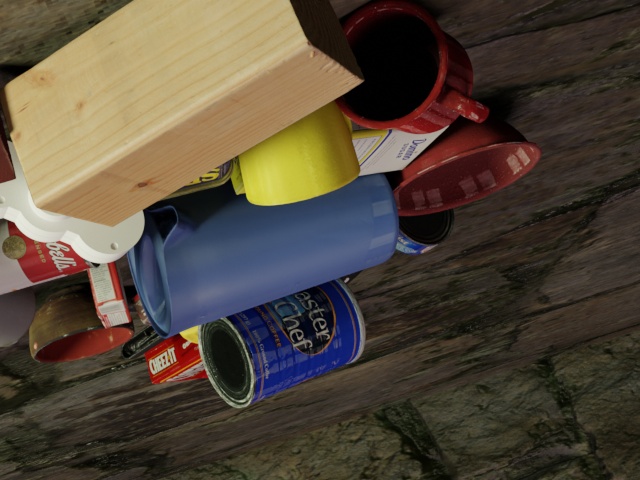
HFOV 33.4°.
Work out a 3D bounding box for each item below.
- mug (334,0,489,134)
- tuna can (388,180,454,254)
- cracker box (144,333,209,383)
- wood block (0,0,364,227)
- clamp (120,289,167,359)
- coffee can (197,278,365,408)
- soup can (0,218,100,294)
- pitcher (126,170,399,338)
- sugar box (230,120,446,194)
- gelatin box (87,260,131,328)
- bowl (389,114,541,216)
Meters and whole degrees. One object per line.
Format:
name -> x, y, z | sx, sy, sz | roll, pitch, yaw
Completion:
mug -> 0.073, -0.118, 0.785 | 0.081, 0.117, 0.093 | 5, 112, -63
tuna can -> 0.097, -0.029, 1.130 | 0.085, 0.086, 0.034 | -7, 162, -34
cracker box -> -0.109, 0.135, 1.464 | 0.213, 0.072, 0.164 | 0, 155, -45
wood block -> -0.090, -0.098, 0.683 | 0.206, 0.090, 0.090 | -28, 162, 18
clamp -> -0.156, 0.083, 1.296 | 0.209, 0.036, 0.165 | -14, 154, -19
coffee can -> -0.039, 0.099, 1.090 | 0.140, 0.103, 0.103 | -19, 166, -33
soup can -> -0.237, 0.003, 0.859 | 0.102, 0.068, 0.068 | -16, 163, 2
pitcher -> -0.057, 0.001, 1.000 | 0.242, 0.145, 0.149 | -14, -162, -22
sugar box -> 0.014, -0.088, 0.927 | 0.175, 0.048, 0.093 | -13, 163, -30
gelatin box -> -0.211, 0.040, 1.050 | 0.030, 0.073, 0.089 | -14, 164, -9
bowl -> 0.132, -0.081, 1.050 | 0.162, 0.055, 0.162 | -16, 163, -5
